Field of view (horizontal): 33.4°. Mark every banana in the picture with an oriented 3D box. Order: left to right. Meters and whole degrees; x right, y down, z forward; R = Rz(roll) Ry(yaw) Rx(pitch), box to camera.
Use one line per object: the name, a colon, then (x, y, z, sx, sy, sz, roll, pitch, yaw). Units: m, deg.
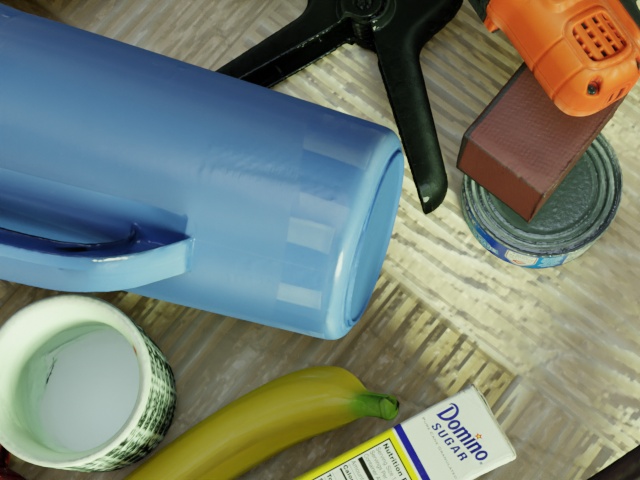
banana: (-0.054, 0.114, 0.546, 0.198, 0.069, 0.037, -31, 98, 3)

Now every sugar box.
sugar box: (0.005, 0.133, 0.524, 0.176, 0.093, 0.048, -30, 76, -6)

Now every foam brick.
foam brick: (0.115, -0.059, 0.555, 0.051, 0.053, 0.078, 38, 81, 11)

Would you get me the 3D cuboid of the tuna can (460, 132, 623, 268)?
tuna can: (0.121, -0.028, 0.592, 0.086, 0.034, 0.086, -1, 75, 2)

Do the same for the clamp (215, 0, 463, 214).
clamp: (0.016, -0.127, 0.622, 0.165, 0.036, 0.210, 14, 72, 12)

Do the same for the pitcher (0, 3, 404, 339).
pitcher: (-0.090, -0.028, 0.532, 0.243, 0.145, 0.149, 16, 76, 11)
